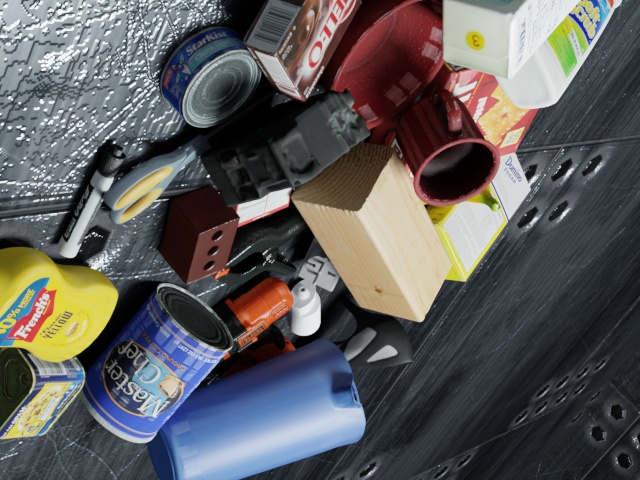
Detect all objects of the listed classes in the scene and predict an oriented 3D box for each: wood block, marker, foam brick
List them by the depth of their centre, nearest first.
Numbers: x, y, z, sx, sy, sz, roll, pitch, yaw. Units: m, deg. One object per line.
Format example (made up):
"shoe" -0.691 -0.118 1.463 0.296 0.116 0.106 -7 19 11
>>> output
"marker" -0.202 -0.035 0.943 0.020 0.020 0.121 -6 137 -51
"foam brick" -0.121 -0.006 1.065 0.052 0.051 0.078 -23 148 -36
"wood block" 0.061 -0.009 1.176 0.090 0.091 0.206 -60 142 -24

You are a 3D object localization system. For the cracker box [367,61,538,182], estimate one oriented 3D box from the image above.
"cracker box" 0.169 -0.158 1.216 0.213 0.072 0.164 -19 145 -39

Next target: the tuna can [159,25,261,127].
"tuna can" -0.093 -0.140 0.919 0.086 0.034 0.086 -33 153 -20

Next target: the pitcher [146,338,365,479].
"pitcher" -0.083 0.214 1.269 0.242 0.145 0.149 -16 135 -25

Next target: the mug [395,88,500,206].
"mug" 0.126 -0.104 1.089 0.093 0.081 0.117 -15 140 -7

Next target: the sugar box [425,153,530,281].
"sugar box" 0.191 -0.043 1.331 0.176 0.048 0.093 -51 126 -32

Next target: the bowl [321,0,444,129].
"bowl" 0.055 -0.184 1.034 0.162 0.055 0.162 -33 153 -20

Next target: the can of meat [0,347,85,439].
"can of meat" -0.294 0.152 1.061 0.102 0.057 0.083 -49 156 15

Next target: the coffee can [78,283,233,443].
"coffee can" -0.176 0.131 1.138 0.140 0.103 0.102 -49 154 13

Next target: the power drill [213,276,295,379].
"power drill" -0.103 0.140 1.310 0.184 0.057 0.187 -34 154 -9

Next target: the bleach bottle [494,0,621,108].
"bleach bottle" 0.270 -0.256 1.163 0.250 0.068 0.102 -52 123 -31

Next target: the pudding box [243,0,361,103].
"pudding box" -0.013 -0.188 0.914 0.113 0.039 0.090 -60 155 -10

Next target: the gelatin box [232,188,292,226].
"gelatin box" -0.062 -0.061 1.090 0.073 0.030 0.089 -24 149 -30

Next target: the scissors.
"scissors" -0.125 -0.074 0.992 0.201 0.016 0.096 -36 172 -37

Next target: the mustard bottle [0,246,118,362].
"mustard bottle" -0.266 0.053 0.946 0.096 0.058 0.191 -47 154 6

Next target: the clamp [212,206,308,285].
"clamp" -0.058 0.001 1.184 0.171 0.039 0.120 -15 137 -55
